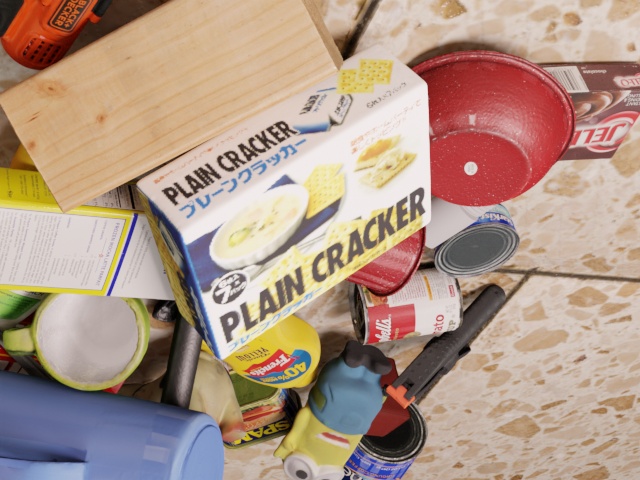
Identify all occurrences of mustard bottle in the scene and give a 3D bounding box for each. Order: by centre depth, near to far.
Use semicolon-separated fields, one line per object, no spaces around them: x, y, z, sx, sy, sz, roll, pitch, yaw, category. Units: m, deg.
-0.055;0.107;1.097;0.096;0.058;0.191;-22;145;20;mustard bottle

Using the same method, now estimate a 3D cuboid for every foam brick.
0.059;0.177;1.216;0.051;0.078;0.053;15;136;-37;foam brick

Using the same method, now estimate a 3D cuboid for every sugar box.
-0.179;-0.003;0.817;0.176;0.048;0.093;4;133;-28;sugar box

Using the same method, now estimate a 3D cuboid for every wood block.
-0.096;-0.109;0.721;0.206;0.091;0.090;-26;101;9;wood block

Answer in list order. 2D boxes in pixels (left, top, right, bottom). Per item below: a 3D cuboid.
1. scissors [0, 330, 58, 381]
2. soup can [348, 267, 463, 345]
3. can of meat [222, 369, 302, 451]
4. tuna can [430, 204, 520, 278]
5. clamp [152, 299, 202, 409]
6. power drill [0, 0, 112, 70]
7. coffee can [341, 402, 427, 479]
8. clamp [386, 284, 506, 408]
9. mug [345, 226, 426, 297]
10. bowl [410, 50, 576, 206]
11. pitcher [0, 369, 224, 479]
-0.256;0.145;0.990;0.096;0.016;0.201;-20;133;31;scissors
0.086;0.065;1.082;0.102;0.068;0.068;-8;144;-10;soup can
-0.079;0.184;1.196;0.102;0.057;0.084;-18;142;5;can of meat
0.149;-0.001;1.042;0.086;0.034;0.086;-9;144;-7;tuna can
-0.114;0.040;0.953;0.036;0.164;0.210;11;115;-20;clamp
-0.201;-0.191;0.638;0.187;0.057;0.185;15;135;-35;power drill
0.060;0.259;1.306;0.102;0.103;0.140;0;142;-20;coffee can
0.129;0.126;1.149;0.171;0.039;0.120;-37;155;-28;clamp
0.027;-0.004;0.962;0.081;0.093;0.117;19;170;-31;mug
0.126;-0.077;0.870;0.162;0.055;0.162;6;142;5;bowl
-0.212;0.180;0.878;0.243;0.149;0.145;5;129;17;pitcher
